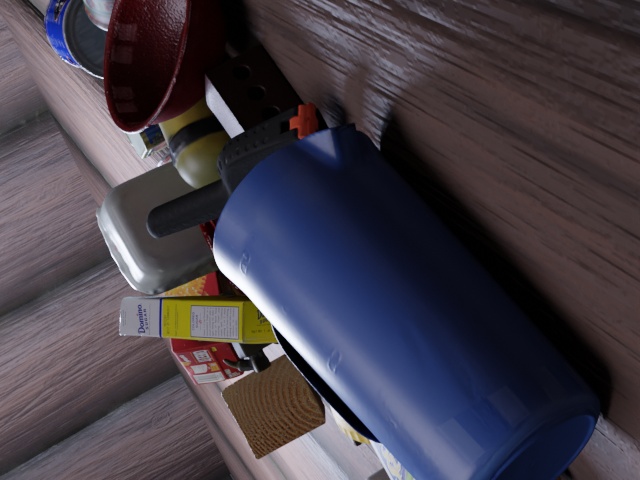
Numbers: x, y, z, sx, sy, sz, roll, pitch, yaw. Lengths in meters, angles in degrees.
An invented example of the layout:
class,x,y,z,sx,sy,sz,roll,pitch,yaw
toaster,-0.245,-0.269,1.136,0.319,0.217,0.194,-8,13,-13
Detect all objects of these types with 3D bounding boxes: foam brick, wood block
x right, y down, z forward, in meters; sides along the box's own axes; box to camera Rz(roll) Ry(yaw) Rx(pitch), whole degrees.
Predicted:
class,x,y,z,sx,sy,sz,roll,pitch,yaw
foam brick,-0.050,-0.104,0.844,0.078,0.053,0.051,55,165,19
wood block,-0.052,0.192,1.283,0.090,0.091,0.206,61,178,4

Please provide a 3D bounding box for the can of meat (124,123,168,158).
class,x,y,z,sx,sy,sz,roll,pitch,yaw
can of meat,-0.161,-0.130,1.119,0.057,0.084,0.102,61,166,-3

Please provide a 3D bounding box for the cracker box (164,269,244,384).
class,x,y,z,sx,sy,sz,roll,pitch,yaw
cracker box,-0.144,0.048,1.274,0.164,0.072,0.214,80,180,-69

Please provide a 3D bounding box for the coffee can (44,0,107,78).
class,x,y,z,sx,sy,sz,roll,pitch,yaw
coffee can,-0.234,-0.229,1.143,0.103,0.102,0.140,66,165,-22

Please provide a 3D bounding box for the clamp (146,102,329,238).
class,x,y,z,sx,sy,sz,roll,pitch,yaw
clamp,-0.030,-0.040,0.829,0.210,0.164,0.036,136,138,-56

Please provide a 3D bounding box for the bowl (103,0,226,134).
class,x,y,z,sx,sy,sz,roll,pitch,yaw
bowl,-0.123,-0.164,0.884,0.162,0.055,0.162,-15,72,54

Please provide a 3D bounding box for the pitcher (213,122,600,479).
class,x,y,z,sx,sy,sz,roll,pitch,yaw
pitcher,0.048,0.058,0.660,0.243,0.145,0.149,48,-177,32

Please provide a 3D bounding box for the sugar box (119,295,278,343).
class,x,y,z,sx,sy,sz,roll,pitch,yaw
sugar box,-0.109,0.076,1.066,0.177,0.093,0.048,2,89,39
